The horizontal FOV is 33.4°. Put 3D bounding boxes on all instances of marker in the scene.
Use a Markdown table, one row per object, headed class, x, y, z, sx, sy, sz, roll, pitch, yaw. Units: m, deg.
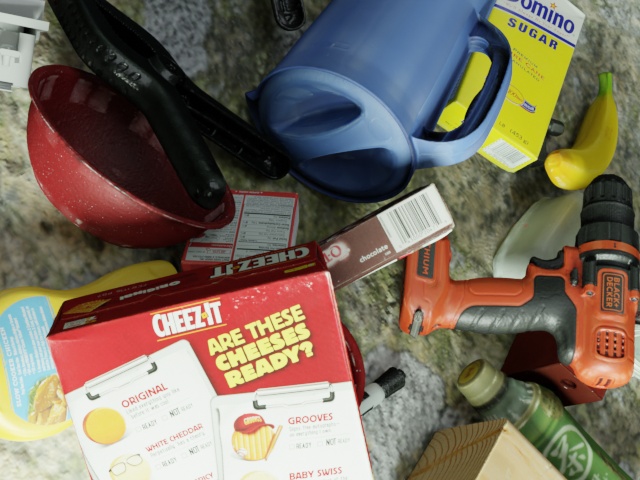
| class | x | y | z | sx | sy | sz | roll | pitch | yaw |
| --- | --- | --- | --- | --- | --- | --- | --- | --- | --- |
| marker | 0.021 | 0.130 | 0.807 | 0.120 | 0.020 | 0.020 | -30 | 92 | -35 |

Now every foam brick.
| class | x | y | z | sx | sy | sz | roll | pitch | yaw |
| --- | --- | --- | --- | --- | --- | --- | --- | --- | --- |
| foam brick | 0.199 | 0.104 | 0.890 | 0.053 | 0.078 | 0.051 | 41 | 57 | -16 |

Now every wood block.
| class | x | y | z | sx | sy | sz | roll | pitch | yaw |
| --- | --- | --- | --- | --- | --- | --- | --- | --- | --- |
| wood block | 0.164 | 0.241 | 0.820 | 0.206 | 0.091 | 0.090 | 45 | 57 | -13 |

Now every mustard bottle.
| class | x | y | z | sx | sy | sz | roll | pitch | yaw |
| --- | --- | --- | --- | --- | --- | --- | --- | --- | --- |
| mustard bottle | -0.174 | 0.075 | 0.678 | 0.191 | 0.058 | 0.096 | -11 | 88 | -34 |

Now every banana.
| class | x | y | z | sx | sy | sz | roll | pitch | yaw |
| --- | --- | --- | --- | --- | --- | --- | --- | --- | --- |
| banana | 0.239 | -0.086 | 0.973 | 0.069 | 0.037 | 0.197 | 65 | 35 | -19 |

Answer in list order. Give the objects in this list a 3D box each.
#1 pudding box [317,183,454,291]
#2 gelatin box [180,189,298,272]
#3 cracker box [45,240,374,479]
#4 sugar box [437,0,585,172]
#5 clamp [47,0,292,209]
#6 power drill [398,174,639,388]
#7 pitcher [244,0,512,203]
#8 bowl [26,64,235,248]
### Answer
| class | x | y | z | sx | sy | sz | roll | pitch | yaw |
| --- | --- | --- | --- | --- | --- | --- | --- | --- | --- |
| pudding box | 0.038 | 0.000 | 0.785 | 0.113 | 0.090 | 0.039 | -27 | 92 | 0 |
| gelatin box | -0.055 | 0.001 | 0.751 | 0.073 | 0.030 | 0.089 | 2 | 39 | 3 |
| cracker box | -0.054 | 0.123 | 0.651 | 0.164 | 0.072 | 0.214 | -13 | 108 | -2 |
| sugar box | 0.169 | -0.156 | 0.942 | 0.093 | 0.048 | 0.176 | 32 | 63 | -17 |
| clamp | -0.114 | -0.103 | 0.741 | 0.210 | 0.036 | 0.164 | 43 | 17 | -3 |
| power drill | 0.161 | 0.019 | 0.851 | 0.187 | 0.057 | 0.184 | 7 | 61 | 4 |
| pitcher | 0.067 | -0.153 | 0.849 | 0.149 | 0.145 | 0.242 | 41 | 56 | -13 |
| bowl | -0.136 | -0.045 | 0.711 | 0.162 | 0.055 | 0.162 | 36 | 18 | -14 |
